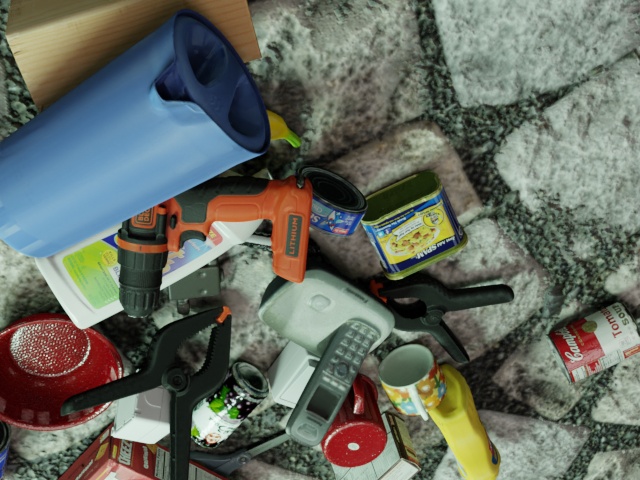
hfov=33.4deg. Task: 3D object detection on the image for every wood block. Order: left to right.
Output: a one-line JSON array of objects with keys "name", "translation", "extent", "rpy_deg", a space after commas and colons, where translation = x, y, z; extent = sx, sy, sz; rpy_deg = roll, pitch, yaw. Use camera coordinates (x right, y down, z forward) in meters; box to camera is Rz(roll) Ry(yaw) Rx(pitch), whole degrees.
[{"name": "wood block", "translation": [-0.167, -0.191, 0.965], "extent": [0.206, 0.090, 0.091], "rpy_deg": [-16, 126, -1]}]

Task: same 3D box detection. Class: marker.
[{"name": "marker", "translation": [-0.058, 0.001, 1.169], "extent": [0.121, 0.020, 0.020], "rpy_deg": [11, 122, -19]}]

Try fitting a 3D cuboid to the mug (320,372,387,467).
[{"name": "mug", "translation": [0.037, 0.213, 1.302], "extent": [0.093, 0.081, 0.117], "rpy_deg": [3, 124, -15]}]

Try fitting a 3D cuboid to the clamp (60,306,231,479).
[{"name": "clamp", "translation": [-0.172, 0.153, 1.173], "extent": [0.164, 0.036, 0.210], "rpy_deg": [34, 71, -18]}]

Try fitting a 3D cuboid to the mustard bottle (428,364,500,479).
[{"name": "mustard bottle", "translation": [0.186, 0.251, 1.354], "extent": [0.058, 0.096, 0.191], "rpy_deg": [-25, 126, 4]}]

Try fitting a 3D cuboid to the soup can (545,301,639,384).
[{"name": "soup can", "translation": [0.340, 0.126, 1.320], "extent": [0.102, 0.068, 0.068], "rpy_deg": [-26, 126, 5]}]

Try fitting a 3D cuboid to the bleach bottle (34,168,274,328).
[{"name": "bleach bottle", "translation": [-0.162, -0.009, 1.109], "extent": [0.251, 0.068, 0.102], "rpy_deg": [-29, 103, 2]}]

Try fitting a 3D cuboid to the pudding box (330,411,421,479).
[{"name": "pudding box", "translation": [0.068, 0.286, 1.356], "extent": [0.039, 0.090, 0.114], "rpy_deg": [31, 112, -29]}]

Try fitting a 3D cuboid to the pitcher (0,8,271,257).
[{"name": "pitcher", "translation": [-0.169, -0.082, 0.920], "extent": [0.243, 0.145, 0.149], "rpy_deg": [-27, 134, 21]}]

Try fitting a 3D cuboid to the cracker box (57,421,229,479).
[{"name": "cracker box", "translation": [-0.216, 0.340, 1.324], "extent": [0.213, 0.072, 0.164], "rpy_deg": [33, 115, -24]}]

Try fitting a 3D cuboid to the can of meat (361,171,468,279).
[{"name": "can of meat", "translation": [0.099, -0.018, 1.170], "extent": [0.102, 0.057, 0.084], "rpy_deg": [-25, 124, 4]}]

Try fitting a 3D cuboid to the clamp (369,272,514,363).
[{"name": "clamp", "translation": [0.133, 0.090, 1.265], "extent": [0.171, 0.039, 0.120], "rpy_deg": [11, 117, -13]}]

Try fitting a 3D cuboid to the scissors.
[{"name": "scissors", "translation": [-0.117, 0.268, 1.347], "extent": [0.202, 0.016, 0.096], "rpy_deg": [-39, 124, 15]}]

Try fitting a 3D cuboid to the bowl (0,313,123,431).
[{"name": "bowl", "translation": [-0.301, 0.135, 1.185], "extent": [0.162, 0.055, 0.162], "rpy_deg": [-6, 126, -9]}]

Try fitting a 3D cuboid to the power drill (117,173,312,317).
[{"name": "power drill", "translation": [-0.105, -0.005, 1.050], "extent": [0.187, 0.057, 0.184], "rpy_deg": [6, 106, -5]}]

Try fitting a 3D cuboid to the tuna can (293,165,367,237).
[{"name": "tuna can", "translation": [0.006, -0.042, 1.113], "extent": [0.086, 0.086, 0.034], "rpy_deg": [18, 117, -24]}]
